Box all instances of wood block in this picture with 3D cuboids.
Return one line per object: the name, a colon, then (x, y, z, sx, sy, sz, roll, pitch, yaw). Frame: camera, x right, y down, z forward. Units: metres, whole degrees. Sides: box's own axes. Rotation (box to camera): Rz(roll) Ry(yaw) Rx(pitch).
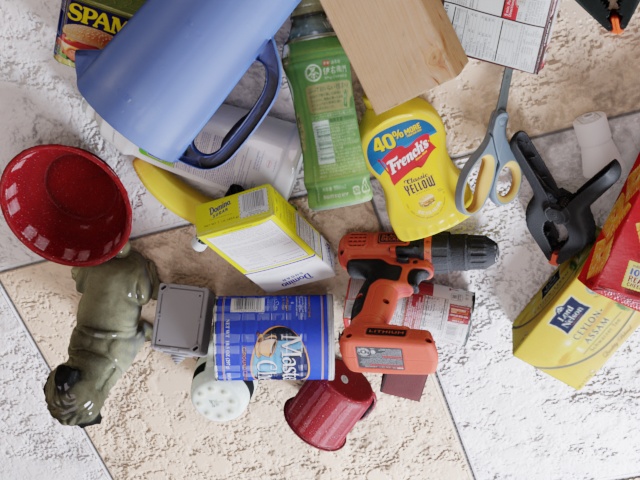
wood block: (0.055, -0.240, 1.032, 0.091, 0.090, 0.206, -23, 101, 23)

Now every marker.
marker: (-0.115, -0.026, 1.200, 0.020, 0.020, 0.121, 31, 137, -9)

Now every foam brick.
foam brick: (0.107, 0.147, 1.301, 0.051, 0.053, 0.078, 14, 123, 2)

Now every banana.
banana: (-0.127, -0.043, 1.240, 0.198, 0.037, 0.070, 17, 116, 0)

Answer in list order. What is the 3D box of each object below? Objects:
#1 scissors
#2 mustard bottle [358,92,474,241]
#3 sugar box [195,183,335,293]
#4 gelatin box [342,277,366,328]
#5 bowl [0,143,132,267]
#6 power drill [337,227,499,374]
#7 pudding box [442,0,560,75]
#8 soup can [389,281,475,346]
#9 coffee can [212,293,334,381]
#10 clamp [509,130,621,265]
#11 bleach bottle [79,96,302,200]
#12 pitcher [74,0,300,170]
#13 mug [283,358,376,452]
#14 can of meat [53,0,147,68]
scissors: (0.201, -0.118, 1.141, 0.096, 0.016, 0.202, 12, 104, -40)
mustard bottle: (0.093, -0.098, 1.154, 0.096, 0.058, 0.191, -22, 114, 11)
sugar box: (-0.058, 0.001, 1.198, 0.093, 0.048, 0.176, -15, 154, 18)
gelatin box: (0.050, 0.095, 1.258, 0.030, 0.089, 0.073, -6, 119, 12)
bowl: (-0.291, -0.051, 1.252, 0.162, 0.055, 0.162, 5, 121, 7)
power drill: (0.100, 0.061, 1.174, 0.184, 0.187, 0.057, -1, 132, 15)
pudding box: (0.176, -0.224, 1.064, 0.114, 0.039, 0.090, 20, 124, 18)
soup can: (0.125, 0.083, 1.251, 0.102, 0.068, 0.068, 11, 122, 3)
coffee can: (-0.054, 0.115, 1.268, 0.140, 0.103, 0.103, -1, 121, -1)
clamp: (0.268, -0.039, 1.145, 0.120, 0.039, 0.171, 21, 145, 38)
bleach bottle: (-0.143, -0.119, 1.182, 0.251, 0.068, 0.103, 19, 123, 1)
pitcher: (-0.113, -0.199, 1.066, 0.243, 0.145, 0.149, -47, 140, 12)
mug: (0.022, 0.204, 1.337, 0.117, 0.093, 0.082, 14, 122, -35)
can of meat: (-0.230, -0.224, 1.138, 0.102, 0.057, 0.084, 19, 124, -2)
